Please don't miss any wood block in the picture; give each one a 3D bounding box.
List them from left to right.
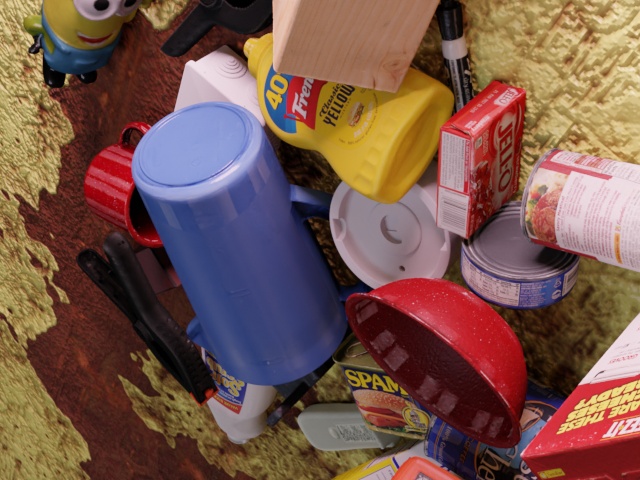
[{"bbox_3d":[0.037,-0.201,0.670,0.090,0.090,0.206,7,143,-13],"label":"wood block"}]

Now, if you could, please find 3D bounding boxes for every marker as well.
[{"bbox_3d":[0.099,-0.116,0.763,0.020,0.020,0.121,14,131,39],"label":"marker"}]

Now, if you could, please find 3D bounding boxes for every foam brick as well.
[{"bbox_3d":[-0.168,0.024,1.135,0.078,0.052,0.051,-20,106,53],"label":"foam brick"}]

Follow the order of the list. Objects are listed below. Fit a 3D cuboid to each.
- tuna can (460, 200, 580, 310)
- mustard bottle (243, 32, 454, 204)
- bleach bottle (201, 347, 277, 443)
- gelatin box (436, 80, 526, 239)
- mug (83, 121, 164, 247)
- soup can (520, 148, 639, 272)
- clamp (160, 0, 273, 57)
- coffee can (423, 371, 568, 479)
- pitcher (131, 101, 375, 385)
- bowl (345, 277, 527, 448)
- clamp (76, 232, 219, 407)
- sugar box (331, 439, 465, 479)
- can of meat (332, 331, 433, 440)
[{"bbox_3d":[0.144,0.011,0.769,0.086,0.086,0.034,25,138,30],"label":"tuna can"},{"bbox_3d":[0.006,-0.111,0.807,0.192,0.058,0.096,37,105,37],"label":"mustard bottle"},{"bbox_3d":[-0.080,0.140,1.136,0.103,0.068,0.251,33,142,25],"label":"bleach bottle"},{"bbox_3d":[0.114,-0.057,0.752,0.030,0.073,0.089,24,135,30],"label":"gelatin box"},{"bbox_3d":[-0.179,-0.060,1.051,0.082,0.093,0.117,23,121,39],"label":"mug"},{"bbox_3d":[0.194,-0.018,0.706,0.102,0.068,0.068,18,133,36],"label":"soup can"},{"bbox_3d":[-0.090,-0.214,0.861,0.172,0.039,0.120,-2,124,40],"label":"clamp"},{"bbox_3d":[0.169,0.168,0.862,0.140,0.102,0.103,30,139,26],"label":"coffee can"},{"bbox_3d":[-0.056,0.001,0.897,0.145,0.149,0.243,29,154,36],"label":"pitcher"},{"bbox_3d":[0.096,0.079,0.785,0.162,0.055,0.162,38,161,15],"label":"bowl"},{"bbox_3d":[-0.173,0.079,1.096,0.210,0.036,0.165,52,159,-2],"label":"clamp"},{"bbox_3d":[0.087,0.246,1.026,0.177,0.048,0.093,-34,87,36],"label":"sugar box"},{"bbox_3d":[0.071,0.130,0.971,0.102,0.057,0.084,3,125,43],"label":"can of meat"}]
